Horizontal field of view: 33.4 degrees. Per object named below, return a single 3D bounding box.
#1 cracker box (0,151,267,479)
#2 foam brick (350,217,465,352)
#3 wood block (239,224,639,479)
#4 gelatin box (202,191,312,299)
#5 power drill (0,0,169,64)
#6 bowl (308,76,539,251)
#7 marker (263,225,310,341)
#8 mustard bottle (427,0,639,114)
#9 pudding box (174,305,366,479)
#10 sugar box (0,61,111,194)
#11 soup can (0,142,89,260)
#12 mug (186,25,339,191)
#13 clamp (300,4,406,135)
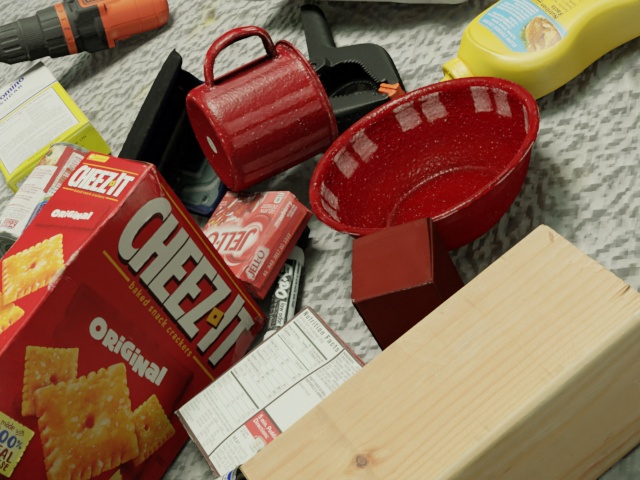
[{"bbox_3d":[-0.142,0.079,0.660,0.072,0.164,0.213,14,58,39],"label":"cracker box"},{"bbox_3d":[0.055,0.035,0.641,0.051,0.078,0.053,-14,43,19],"label":"foam brick"},{"bbox_3d":[0.075,0.100,0.554,0.206,0.090,0.091,-38,41,-6],"label":"wood block"},{"bbox_3d":[-0.055,0.001,0.764,0.089,0.030,0.073,5,59,55],"label":"gelatin box"},{"bbox_3d":[-0.266,-0.252,1.128,0.184,0.057,0.188,-17,40,-12],"label":"power drill"},{"bbox_3d":[0.076,-0.040,0.712,0.162,0.055,0.162,-20,34,15],"label":"bowl"},{"bbox_3d":[-0.023,0.032,0.740,0.020,0.020,0.121,-13,44,23],"label":"marker"},{"bbox_3d":[0.162,-0.150,0.771,0.191,0.058,0.096,-32,41,1],"label":"mustard bottle"},{"bbox_3d":[-0.022,0.105,0.653,0.113,0.039,0.090,-37,39,-7],"label":"pudding box"},{"bbox_3d":[-0.271,-0.104,1.021,0.093,0.048,0.176,-37,36,-6],"label":"sugar box"},{"bbox_3d":[-0.222,-0.022,0.888,0.069,0.068,0.102,2,52,35],"label":"soup can"},{"bbox_3d":[-0.048,-0.097,0.769,0.081,0.117,0.093,-27,35,-15],"label":"mug"},{"bbox_3d":[0.002,-0.136,0.879,0.210,0.036,0.164,13,59,45],"label":"clamp"}]
